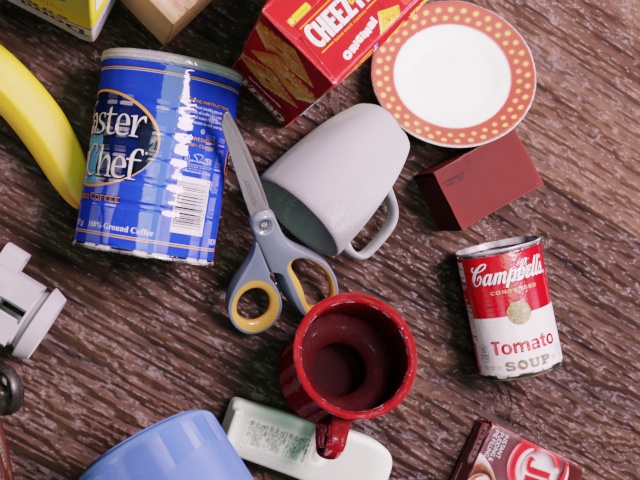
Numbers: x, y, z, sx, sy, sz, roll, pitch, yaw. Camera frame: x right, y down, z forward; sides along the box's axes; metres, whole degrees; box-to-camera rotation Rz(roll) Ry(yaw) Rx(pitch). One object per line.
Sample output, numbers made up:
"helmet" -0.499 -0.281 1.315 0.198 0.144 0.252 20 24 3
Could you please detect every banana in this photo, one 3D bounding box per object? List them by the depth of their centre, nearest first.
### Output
"banana" -0.229 -0.101 0.759 0.197 0.037 0.069 42 53 -36

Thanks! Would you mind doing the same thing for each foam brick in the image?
"foam brick" 0.124 -0.048 0.845 0.078 0.051 0.053 -28 95 -10

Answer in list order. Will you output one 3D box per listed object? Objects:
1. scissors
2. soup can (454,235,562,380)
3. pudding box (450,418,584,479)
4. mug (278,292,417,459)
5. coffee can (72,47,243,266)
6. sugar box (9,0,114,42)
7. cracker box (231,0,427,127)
"scissors" -0.055 0.001 0.781 0.096 0.016 0.201 -32 129 6
"soup can" 0.149 0.053 0.844 0.068 0.068 0.102 -13 94 -11
"pudding box" 0.148 0.213 0.861 0.090 0.039 0.113 27 86 -11
"mug" 0.014 0.105 0.797 0.093 0.082 0.117 11 70 -12
"coffee can" -0.117 -0.058 0.771 0.102 0.103 0.140 9 90 -11
"sugar box" -0.186 -0.183 0.717 0.093 0.176 0.048 27 84 -10
"cracker box" 0.022 -0.169 0.739 0.072 0.214 0.164 45 83 -7
